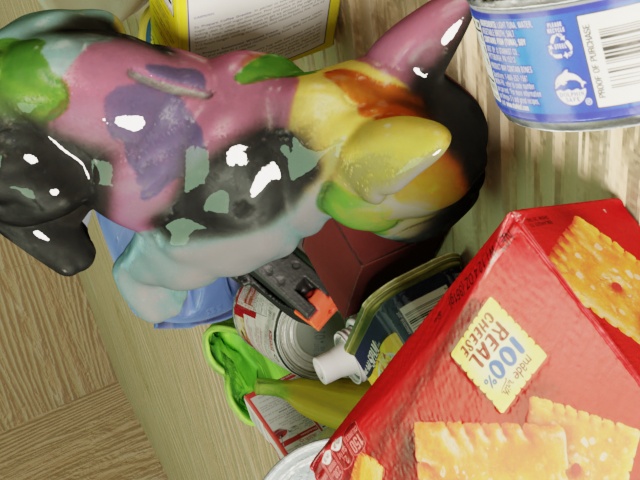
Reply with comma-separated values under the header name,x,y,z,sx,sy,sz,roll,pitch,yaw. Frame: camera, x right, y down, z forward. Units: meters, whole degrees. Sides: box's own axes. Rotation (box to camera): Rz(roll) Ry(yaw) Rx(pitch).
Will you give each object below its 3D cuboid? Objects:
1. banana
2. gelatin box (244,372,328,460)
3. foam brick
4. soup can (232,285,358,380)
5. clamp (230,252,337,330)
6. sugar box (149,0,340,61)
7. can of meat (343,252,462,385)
name,x,y,z,sx,sy,sz,roll,pitch,yaw
banana,0.033,0.114,0.682,0.198,0.069,0.037,2,95,57
gelatin box,-0.008,0.140,0.834,0.089,0.073,0.030,46,155,48
foam brick,0.026,-0.002,0.567,0.051,0.053,0.078,61,163,18
soup can,-0.016,0.056,0.755,0.102,0.068,0.068,15,127,69
clamp,-0.054,0.001,0.671,0.172,0.039,0.120,25,167,48
sugar box,-0.033,-0.144,0.491,0.048,0.093,0.176,60,162,24
can of meat,0.061,0.067,0.547,0.084,0.057,0.102,59,162,18
